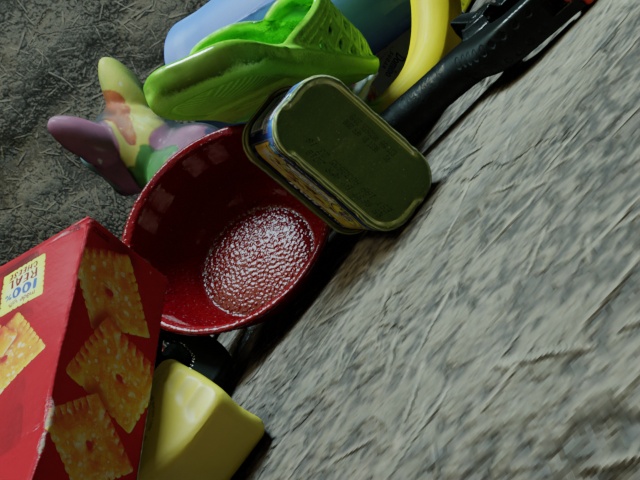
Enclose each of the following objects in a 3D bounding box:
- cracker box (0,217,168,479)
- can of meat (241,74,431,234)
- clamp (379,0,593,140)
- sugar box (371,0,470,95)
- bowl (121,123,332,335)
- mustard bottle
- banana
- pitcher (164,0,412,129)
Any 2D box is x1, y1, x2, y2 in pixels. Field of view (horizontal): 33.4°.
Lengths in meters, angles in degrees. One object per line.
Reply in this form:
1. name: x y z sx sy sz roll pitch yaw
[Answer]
1. cracker box: -0.167 0.111 0.522 0.164 0.072 0.213 -26 39 26
2. can of meat: 0.009 -0.049 0.628 0.057 0.102 0.084 -52 11 -7
3. clamp: 0.109 -0.130 0.663 0.172 0.039 0.120 -29 28 51
4. sugar box: 0.098 -0.208 0.989 0.093 0.048 0.176 -41 12 46
5. bowl: -0.055 0.001 0.730 0.162 0.055 0.162 -13 57 20
6. mustard bottle: -0.110 0.152 0.539 0.191 0.058 0.096 -53 23 -12
7. banana: 0.074 -0.151 0.770 0.037 0.069 0.197 -22 41 43
8. pitcher: -0.018 -0.186 0.906 0.243 0.144 0.149 -29 43 38
